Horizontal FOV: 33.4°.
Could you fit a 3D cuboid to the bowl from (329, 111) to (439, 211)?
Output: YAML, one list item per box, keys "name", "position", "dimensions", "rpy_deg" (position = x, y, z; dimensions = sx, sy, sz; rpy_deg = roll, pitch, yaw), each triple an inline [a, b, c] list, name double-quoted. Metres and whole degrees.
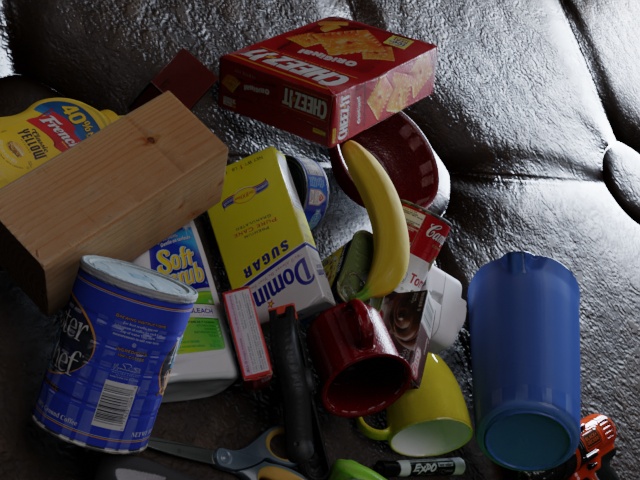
- name: "bowl"
  position: [0.066, -0.091, 1.290]
  dimensions: [0.161, 0.055, 0.162]
  rpy_deg: [20, 53, -29]

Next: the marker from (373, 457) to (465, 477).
- name: "marker"
  position: [0.105, 0.243, 1.140]
  dimensions: [0.120, 0.020, 0.020]
  rpy_deg: [7, 60, -36]

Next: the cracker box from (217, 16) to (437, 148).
- name: "cracker box"
  position: [0.011, -0.192, 1.237]
  dimensions: [0.164, 0.072, 0.213]
  rpy_deg: [23, 34, 30]

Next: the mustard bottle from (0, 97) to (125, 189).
- name: "mustard bottle"
  position: [-0.257, -0.088, 1.025]
  dimensions: [0.191, 0.058, 0.096]
  rpy_deg: [-28, 78, -45]

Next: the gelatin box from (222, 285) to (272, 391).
- name: "gelatin box"
  position: [-0.069, 0.096, 1.025]
  dimensions: [0.030, 0.073, 0.089]
  rpy_deg: [-15, 75, -7]

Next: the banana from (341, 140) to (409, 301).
- name: "banana"
  position: [0.061, -0.019, 1.131]
  dimensions: [0.069, 0.037, 0.198]
  rpy_deg: [17, 55, -30]

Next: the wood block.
- name: "wood block"
  position: [-0.192, -0.036, 0.970]
  dimensions: [0.205, 0.090, 0.091]
  rpy_deg: [-36, 71, -29]

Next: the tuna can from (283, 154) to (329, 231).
- name: "tuna can"
  position: [-0.029, -0.049, 1.165]
  dimensions: [0.033, 0.086, 0.086]
  rpy_deg: [5, 61, -39]

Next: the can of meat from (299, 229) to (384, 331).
- name: "can of meat"
  position: [0.026, 0.051, 1.148]
  dimensions: [0.057, 0.084, 0.102]
  rpy_deg: [35, 47, -17]

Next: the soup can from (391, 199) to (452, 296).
- name: "soup can"
  position: [0.097, 0.013, 1.209]
  dimensions: [0.068, 0.069, 0.102]
  rpy_deg: [28, 87, -23]

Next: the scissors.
- name: "scissors"
  position: [-0.084, 0.195, 1.019]
  dimensions: [0.201, 0.016, 0.096]
  rpy_deg: [33, 46, -19]

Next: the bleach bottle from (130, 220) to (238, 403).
- name: "bleach bottle"
  position: [-0.157, 0.028, 1.032]
  dimensions: [0.102, 0.068, 0.251]
  rpy_deg: [0, 62, -38]

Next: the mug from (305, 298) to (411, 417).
- name: "mug"
  position: [0.034, 0.107, 1.053]
  dimensions: [0.093, 0.117, 0.081]
  rpy_deg: [-11, 44, -12]

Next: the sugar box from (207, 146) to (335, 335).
- name: "sugar box"
  position: [-0.057, 0.001, 1.104]
  dimensions: [0.048, 0.093, 0.176]
  rpy_deg: [37, 32, -66]

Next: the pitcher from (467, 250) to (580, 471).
- name: "pitcher"
  position: [0.232, 0.143, 1.199]
  dimensions: [0.149, 0.145, 0.242]
  rpy_deg: [32, 36, -15]

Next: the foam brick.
- name: "foam brick"
  position: [-0.159, -0.160, 1.154]
  dimensions: [0.053, 0.051, 0.078]
  rpy_deg: [42, 45, -9]

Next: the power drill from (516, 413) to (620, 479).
- name: "power drill"
  position: [0.321, 0.308, 1.247]
  dimensions: [0.184, 0.057, 0.188]
  rpy_deg: [-16, 75, -44]

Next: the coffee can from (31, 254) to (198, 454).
- name: "coffee can"
  position: [-0.173, 0.095, 0.901]
  dimensions: [0.102, 0.103, 0.140]
  rpy_deg: [16, 95, -31]

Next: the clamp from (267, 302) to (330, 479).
- name: "clamp"
  position: [-0.021, 0.148, 1.027]
  dimensions: [0.039, 0.120, 0.171]
  rpy_deg: [-8, 60, 1]

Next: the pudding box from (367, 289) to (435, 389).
- name: "pudding box"
  position: [0.070, 0.108, 1.143]
  dimensions: [0.039, 0.090, 0.113]
  rpy_deg: [62, 33, -36]
